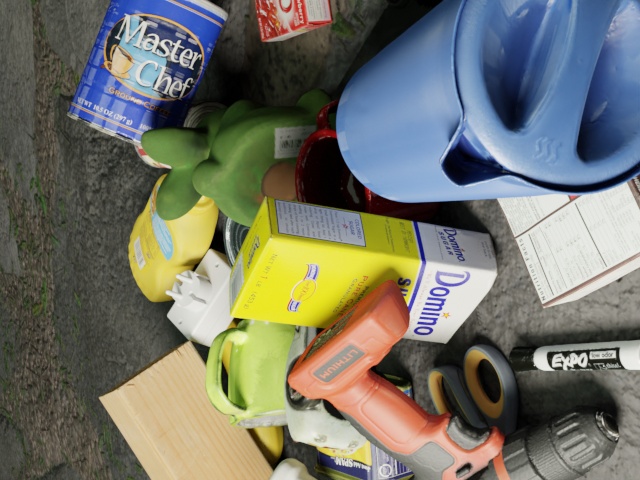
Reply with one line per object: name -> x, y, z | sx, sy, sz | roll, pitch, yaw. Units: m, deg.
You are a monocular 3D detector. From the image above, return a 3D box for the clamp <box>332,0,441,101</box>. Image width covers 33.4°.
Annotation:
clamp -> 0.064, -0.175, 0.780 | 0.210, 0.036, 0.164 | 14, 111, 53

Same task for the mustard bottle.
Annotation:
mustard bottle -> -0.148, -0.016, 1.097 | 0.192, 0.058, 0.096 | -51, 49, 55

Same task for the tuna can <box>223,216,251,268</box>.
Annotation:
tuna can -> -0.057, 0.001, 1.009 | 0.086, 0.033, 0.086 | 22, 117, 50

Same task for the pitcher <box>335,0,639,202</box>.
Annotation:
pitcher -> 0.102, -0.091, 0.649 | 0.243, 0.149, 0.145 | 174, 97, -73

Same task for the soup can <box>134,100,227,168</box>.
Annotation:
soup can -> -0.133, -0.104, 1.056 | 0.102, 0.068, 0.068 | 8, 106, 54

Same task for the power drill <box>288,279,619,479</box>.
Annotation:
power drill -> 0.084, 0.119, 0.737 | 0.187, 0.057, 0.185 | 46, 124, -5

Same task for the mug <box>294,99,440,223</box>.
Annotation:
mug -> 0.035, -0.055, 0.819 | 0.093, 0.081, 0.117 | -40, 68, 52

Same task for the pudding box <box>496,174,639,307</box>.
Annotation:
pudding box -> 0.170, -0.018, 0.677 | 0.114, 0.039, 0.090 | -40, 67, 54

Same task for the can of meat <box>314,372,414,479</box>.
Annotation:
can of meat -> 0.036, 0.158, 0.904 | 0.102, 0.057, 0.084 | 3, 100, 54

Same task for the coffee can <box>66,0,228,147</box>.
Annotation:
coffee can -> -0.156, -0.160, 0.966 | 0.103, 0.102, 0.140 | 28, 97, 48

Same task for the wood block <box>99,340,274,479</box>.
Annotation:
wood block -> -0.119, 0.213, 1.051 | 0.206, 0.090, 0.090 | 58, 155, -1

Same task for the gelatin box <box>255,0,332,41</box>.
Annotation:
gelatin box -> -0.028, -0.219, 0.904 | 0.073, 0.030, 0.089 | -4, 97, 55

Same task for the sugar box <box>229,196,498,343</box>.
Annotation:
sugar box -> 0.030, 0.025, 0.768 | 0.093, 0.176, 0.048 | 119, 154, -45

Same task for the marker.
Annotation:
marker -> 0.172, 0.078, 0.719 | 0.121, 0.020, 0.020 | -12, 90, 56

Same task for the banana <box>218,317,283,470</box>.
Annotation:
banana -> -0.077, 0.144, 1.079 | 0.070, 0.037, 0.198 | -33, 73, 53

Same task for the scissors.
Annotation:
scissors -> 0.147, 0.159, 0.783 | 0.202, 0.016, 0.096 | 52, 138, 32
